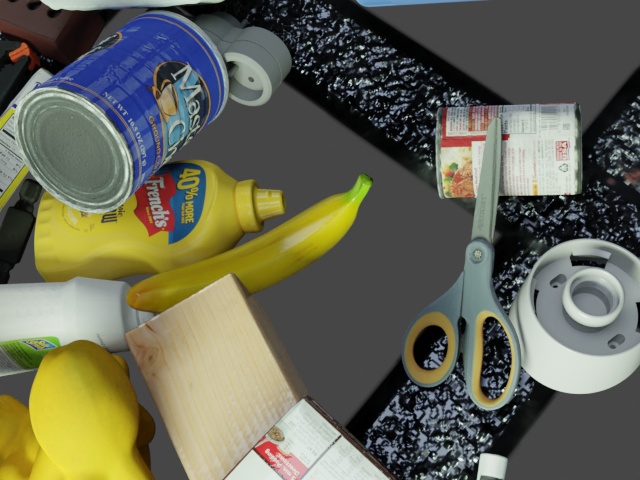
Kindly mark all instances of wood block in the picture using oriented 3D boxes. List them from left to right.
[{"bbox_3d":[-0.044,0.140,0.737,0.091,0.090,0.206,-30,66,1],"label":"wood block"}]

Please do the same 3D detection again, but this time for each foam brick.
[{"bbox_3d":[-0.237,-0.192,0.923,0.078,0.051,0.053,23,76,20],"label":"foam brick"}]

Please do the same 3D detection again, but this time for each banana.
[{"bbox_3d":[-0.049,0.010,0.791,0.197,0.069,0.037,-29,54,-11],"label":"banana"}]

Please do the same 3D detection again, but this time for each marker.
[{"bbox_3d":[0.107,0.205,0.717,0.020,0.020,0.121,7,72,15],"label":"marker"}]

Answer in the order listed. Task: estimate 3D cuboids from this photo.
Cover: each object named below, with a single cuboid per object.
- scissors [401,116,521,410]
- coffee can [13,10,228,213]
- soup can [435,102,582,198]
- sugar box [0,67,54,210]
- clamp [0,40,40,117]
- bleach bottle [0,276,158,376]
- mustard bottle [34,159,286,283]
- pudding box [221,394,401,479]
[{"bbox_3d":[0.096,0.020,0.757,0.096,0.016,0.202,-10,84,27],"label":"scissors"},{"bbox_3d":[-0.147,-0.100,0.808,0.103,0.103,0.140,18,40,18],"label":"coffee can"},{"bbox_3d":[0.138,-0.066,0.782,0.102,0.068,0.068,-1,70,12],"label":"soup can"},{"bbox_3d":[-0.262,-0.047,0.831,0.048,0.094,0.176,36,60,-19],"label":"sugar box"},{"bbox_3d":[-0.348,-0.123,0.928,0.210,0.036,0.164,-33,76,-1],"label":"clamp"},{"bbox_3d":[-0.236,0.069,0.813,0.251,0.102,0.068,-6,66,4],"label":"bleach bottle"},{"bbox_3d":[-0.121,-0.017,0.828,0.192,0.058,0.096,-7,51,9],"label":"mustard bottle"},{"bbox_3d":[-0.014,0.165,0.652,0.090,0.039,0.113,40,84,22],"label":"pudding box"}]
